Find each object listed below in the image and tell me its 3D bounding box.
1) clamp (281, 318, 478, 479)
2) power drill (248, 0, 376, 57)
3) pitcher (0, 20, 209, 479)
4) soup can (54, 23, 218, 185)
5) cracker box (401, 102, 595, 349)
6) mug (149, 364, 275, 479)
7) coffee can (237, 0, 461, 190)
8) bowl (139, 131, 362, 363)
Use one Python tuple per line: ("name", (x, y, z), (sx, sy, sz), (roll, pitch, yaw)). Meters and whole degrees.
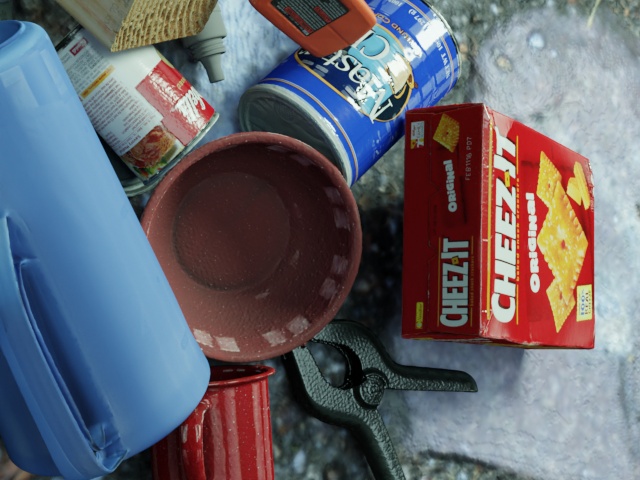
("clamp", (0.033, 0.123, 0.803), (0.171, 0.039, 0.120), (29, 66, -16))
("power drill", (-0.023, -0.223, 0.742), (0.184, 0.057, 0.188), (26, 40, -57))
("pitcher", (-0.161, 0.009, 0.603), (0.144, 0.149, 0.243), (-41, 124, -38))
("soup can", (-0.125, -0.095, 0.687), (0.102, 0.069, 0.068), (46, 65, -15))
("cracker box", (0.143, -0.001, 0.814), (0.213, 0.072, 0.164), (12, 76, -55))
("mug", (-0.074, 0.130, 0.704), (0.093, 0.117, 0.081), (-4, 90, 1))
("coffee can", (0.023, -0.110, 0.791), (0.140, 0.103, 0.103), (-45, 105, -26))
("bowl", (-0.055, 0.001, 0.745), (0.161, 0.055, 0.162), (-5, 105, -20))
